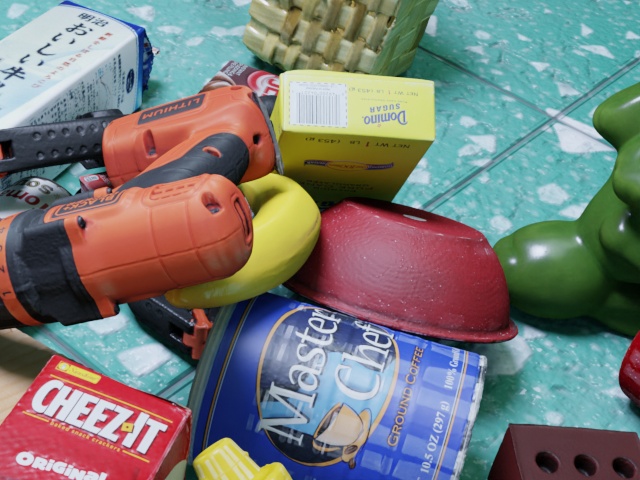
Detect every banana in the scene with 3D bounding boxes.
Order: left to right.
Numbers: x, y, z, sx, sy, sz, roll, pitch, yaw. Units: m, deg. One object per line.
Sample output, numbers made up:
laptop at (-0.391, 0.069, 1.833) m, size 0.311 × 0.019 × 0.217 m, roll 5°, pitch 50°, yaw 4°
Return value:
banana at (-0.035, -0.002, 0.594) m, size 0.069 × 0.037 × 0.197 m, roll -5°, pitch 18°, yaw 5°

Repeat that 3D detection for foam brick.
foam brick at (0.139, 0.139, 0.589) m, size 0.078 × 0.051 × 0.053 m, roll 5°, pitch 40°, yaw -8°

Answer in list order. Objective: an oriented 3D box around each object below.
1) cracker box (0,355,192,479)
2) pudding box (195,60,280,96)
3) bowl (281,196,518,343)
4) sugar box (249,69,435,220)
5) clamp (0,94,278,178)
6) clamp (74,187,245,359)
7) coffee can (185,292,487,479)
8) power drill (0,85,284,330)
cracker box at (-0.122, 0.176, 0.391) m, size 0.072 × 0.164 × 0.213 m, roll 20°, pitch 40°, yaw 8°
pudding box at (-0.053, -0.092, 0.833) m, size 0.090 × 0.039 × 0.113 m, roll 19°, pitch 39°, yaw 10°
bowl at (0.052, 0.011, 0.667) m, size 0.162 × 0.055 × 0.162 m, roll 14°, pitch 10°, yaw -3°
sugar box at (0.008, -0.051, 0.697) m, size 0.093 × 0.176 × 0.048 m, roll 4°, pitch 70°, yaw -8°
clamp at (-0.146, -0.066, 0.700) m, size 0.165 × 0.036 × 0.209 m, roll -4°, pitch 8°, yaw 42°
clamp at (-0.104, 0.010, 0.699) m, size 0.120 × 0.039 × 0.171 m, roll -4°, pitch 35°, yaw -7°
coffee can at (0.007, 0.091, 0.574) m, size 0.140 × 0.103 × 0.102 m, roll 16°, pitch 39°, yaw 6°
power drill at (-0.105, -0.016, 0.543) m, size 0.185 × 0.057 × 0.187 m, roll -11°, pitch 22°, yaw 16°
